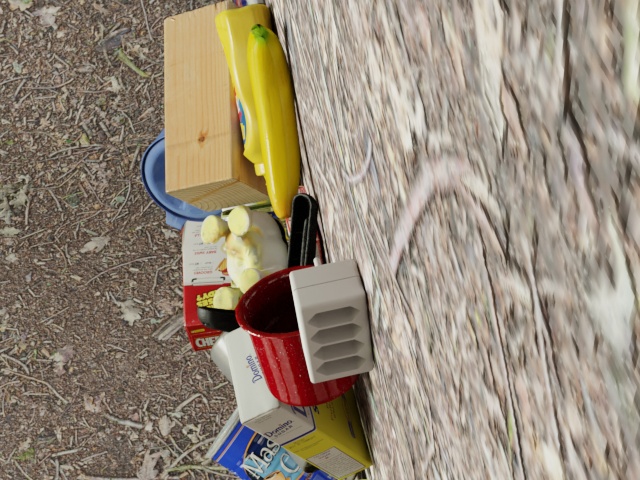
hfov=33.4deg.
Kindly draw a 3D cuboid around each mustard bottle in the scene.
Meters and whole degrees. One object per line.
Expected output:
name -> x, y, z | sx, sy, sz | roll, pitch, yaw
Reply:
mustard bottle -> -0.062, -0.145, 1.114 | 0.096, 0.058, 0.191 | -114, 11, -83

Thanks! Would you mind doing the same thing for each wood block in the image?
wood block -> -0.115, -0.148, 1.192 | 0.090, 0.091, 0.206 | 26, -122, -60

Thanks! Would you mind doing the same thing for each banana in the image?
banana -> -0.046, -0.119, 1.001 | 0.069, 0.037, 0.198 | -66, -28, -55

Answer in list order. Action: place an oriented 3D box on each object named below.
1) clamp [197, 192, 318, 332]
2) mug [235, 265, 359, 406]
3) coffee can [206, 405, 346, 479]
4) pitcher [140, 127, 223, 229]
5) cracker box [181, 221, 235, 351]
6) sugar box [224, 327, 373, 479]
clamp -> -0.035, 0.081, 1.026 | 0.036, 0.164, 0.210 | 18, 139, 39
mug -> -0.021, 0.076, 0.870 | 0.117, 0.093, 0.081 | 23, 138, 45
coffee can -> -0.043, 0.240, 1.206 | 0.140, 0.103, 0.103 | 35, 176, 0
pitcher -> -0.149, -0.134, 1.459 | 0.145, 0.149, 0.242 | 62, -155, -26
cracker box -> -0.109, 0.043, 1.496 | 0.072, 0.164, 0.213 | 79, -178, -49
sugar box -> -0.017, 0.148, 0.977 | 0.176, 0.048, 0.093 | 45, -157, -51
